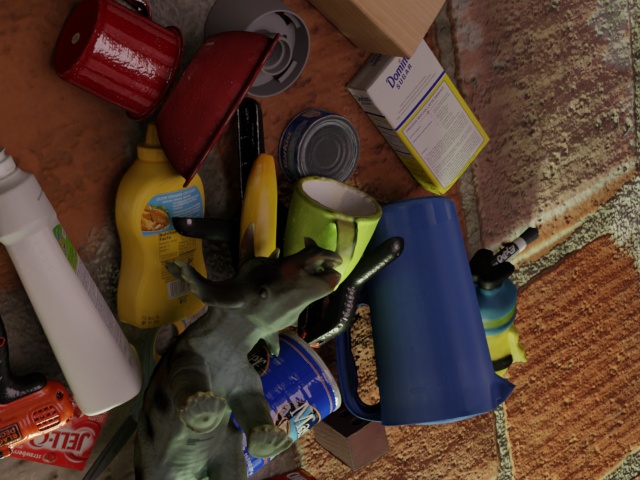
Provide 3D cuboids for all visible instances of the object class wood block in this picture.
[{"bbox_3d":[0.024,-0.278,1.050,0.205,0.090,0.091,36,82,-39],"label":"wood block"}]

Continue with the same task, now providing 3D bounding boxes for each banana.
[{"bbox_3d":[-0.059,0.015,1.041,0.037,0.069,0.198,2,123,5],"label":"banana"}]

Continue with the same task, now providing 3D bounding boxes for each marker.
[{"bbox_3d":[0.234,0.019,1.355,0.121,0.020,0.020,-36,124,-23],"label":"marker"}]

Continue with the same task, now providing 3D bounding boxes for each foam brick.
[{"bbox_3d":[0.032,0.218,1.231,0.052,0.078,0.051,-27,121,-28],"label":"foam brick"}]

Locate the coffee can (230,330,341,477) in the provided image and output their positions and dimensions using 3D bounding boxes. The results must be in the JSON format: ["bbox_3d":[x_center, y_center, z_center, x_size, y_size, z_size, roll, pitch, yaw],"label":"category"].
[{"bbox_3d":[-0.063,0.176,1.127,0.140,0.103,0.103,-35,123,-23],"label":"coffee can"}]

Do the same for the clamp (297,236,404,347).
[{"bbox_3d":[0.015,0.034,1.158,0.039,0.120,0.172,16,116,-39],"label":"clamp"}]

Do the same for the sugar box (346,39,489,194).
[{"bbox_3d":[0.111,-0.142,1.191,0.093,0.048,0.176,-50,124,-13],"label":"sugar box"}]

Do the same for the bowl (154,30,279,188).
[{"bbox_3d":[-0.100,-0.128,0.946,0.055,0.162,0.162,32,84,-9],"label":"bowl"}]

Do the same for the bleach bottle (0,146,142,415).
[{"bbox_3d":[-0.240,0.031,0.959,0.068,0.103,0.251,-24,114,-7],"label":"bleach bottle"}]

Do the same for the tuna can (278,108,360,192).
[{"bbox_3d":[0.000,-0.095,1.129,0.085,0.034,0.086,-13,112,-34],"label":"tuna can"}]

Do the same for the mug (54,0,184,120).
[{"bbox_3d":[-0.178,-0.174,0.941,0.081,0.093,0.117,24,59,-35],"label":"mug"}]

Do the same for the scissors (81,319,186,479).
[{"bbox_3d":[-0.183,0.152,1.068,0.201,0.016,0.096,-39,119,-31],"label":"scissors"}]

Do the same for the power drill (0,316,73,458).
[{"bbox_3d":[-0.328,0.116,0.927,0.184,0.057,0.187,-21,117,-15],"label":"power drill"}]

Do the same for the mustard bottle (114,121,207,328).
[{"bbox_3d":[-0.153,-0.018,1.021,0.096,0.058,0.192,-18,116,-46],"label":"mustard bottle"}]

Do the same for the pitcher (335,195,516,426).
[{"bbox_3d":[0.103,0.081,1.172,0.149,0.145,0.243,-5,82,-32],"label":"pitcher"}]

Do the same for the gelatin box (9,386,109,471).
[{"bbox_3d":[-0.255,0.178,1.029,0.089,0.030,0.073,25,90,-39],"label":"gelatin box"}]

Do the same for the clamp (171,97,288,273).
[{"bbox_3d":[-0.075,-0.014,1.070,0.164,0.036,0.210,-59,144,-35],"label":"clamp"}]
